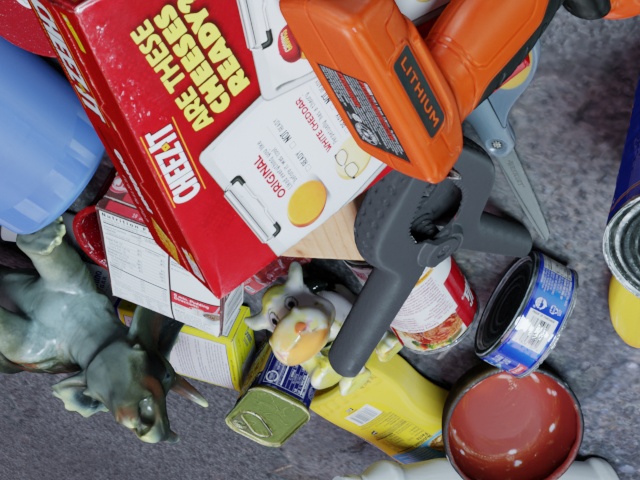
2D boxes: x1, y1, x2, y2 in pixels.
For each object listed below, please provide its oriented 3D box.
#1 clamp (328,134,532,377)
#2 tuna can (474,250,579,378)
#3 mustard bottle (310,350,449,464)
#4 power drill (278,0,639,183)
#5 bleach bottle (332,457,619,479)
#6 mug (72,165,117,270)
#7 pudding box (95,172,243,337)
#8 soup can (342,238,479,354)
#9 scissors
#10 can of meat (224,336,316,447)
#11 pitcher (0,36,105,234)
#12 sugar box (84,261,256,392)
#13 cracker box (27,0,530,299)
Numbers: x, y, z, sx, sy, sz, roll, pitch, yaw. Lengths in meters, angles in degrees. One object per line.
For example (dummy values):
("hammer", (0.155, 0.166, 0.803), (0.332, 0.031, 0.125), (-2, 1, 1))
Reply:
("clamp", (0.057, 0.003, 0.646), (0.036, 0.164, 0.210), (49, 173, 28))
("tuna can", (0.142, 0.050, 0.742), (0.033, 0.086, 0.086), (28, 145, -5))
("mustard bottle", (0.090, 0.164, 0.946), (0.191, 0.058, 0.096), (34, 134, -16))
("power drill", (0.072, -0.131, 0.457), (0.057, 0.187, 0.184), (32, 161, 48))
("bleach bottle", (0.129, 0.221, 0.905), (0.250, 0.068, 0.103), (12, 127, -23))
("mug", (-0.122, -0.031, 0.782), (0.093, 0.081, 0.117), (20, 146, 4))
("pudding box", (-0.098, 0.011, 0.713), (0.090, 0.039, 0.113), (21, 146, 9))
("soup can", (0.064, 0.025, 0.767), (0.069, 0.068, 0.102), (-6, 136, 34))
("scissors", (0.121, -0.072, 0.650), (0.096, 0.016, 0.201), (-18, 129, 43))
("can of meat", (-0.034, 0.122, 0.936), (0.057, 0.084, 0.102), (27, 145, -7))
("pitcher", (-0.267, -0.114, 0.713), (0.145, 0.149, 0.242), (-25, 129, 38))
("sugar box", (-0.149, 0.078, 0.976), (0.176, 0.048, 0.093), (17, 145, 14))
("cracker box", (-0.009, -0.102, 0.500), (0.072, 0.213, 0.164), (35, 155, 44))
